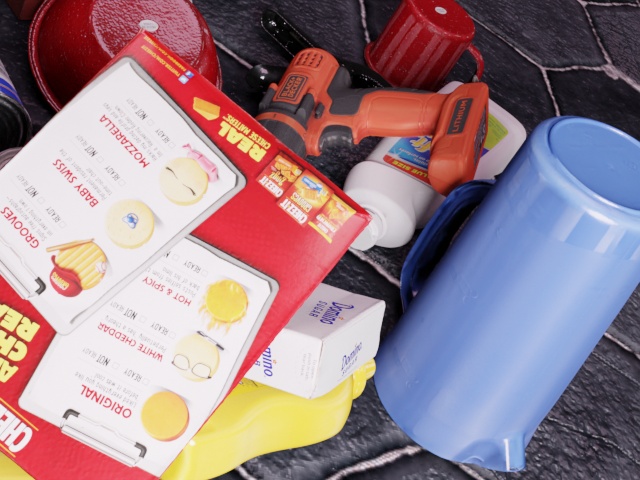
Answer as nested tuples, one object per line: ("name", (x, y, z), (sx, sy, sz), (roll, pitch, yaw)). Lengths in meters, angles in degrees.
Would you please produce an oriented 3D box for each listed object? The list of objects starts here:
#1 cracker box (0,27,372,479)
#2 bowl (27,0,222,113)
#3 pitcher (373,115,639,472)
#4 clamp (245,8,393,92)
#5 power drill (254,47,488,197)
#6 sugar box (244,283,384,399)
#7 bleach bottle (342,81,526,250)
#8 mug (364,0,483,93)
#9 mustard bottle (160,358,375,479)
("cracker box", (-0.103, 0.020, 0.563), (0.164, 0.072, 0.213), (39, 71, 1))
("bowl", (-0.144, -0.153, 0.840), (0.161, 0.055, 0.162), (11, 63, -24))
("pitcher", (0.136, 0.028, 0.742), (0.149, 0.243, 0.144), (30, 40, 5))
("clamp", (0.008, -0.158, 1.009), (0.171, 0.039, 0.120), (20, 46, -23))
("power drill", (0.034, -0.082, 0.864), (0.188, 0.057, 0.184), (11, 51, 16))
("sugar box", (-0.058, 0.044, 0.671), (0.176, 0.048, 0.093), (18, 19, 23))
("bleach bottle", (0.094, -0.057, 0.947), (0.102, 0.068, 0.250), (38, 40, 7))
("mug", (0.113, -0.196, 1.089), (0.117, 0.082, 0.093), (36, 38, 2))
("mustard bottle", (-0.037, 0.097, 0.687), (0.191, 0.058, 0.096), (-8, 28, -42))
